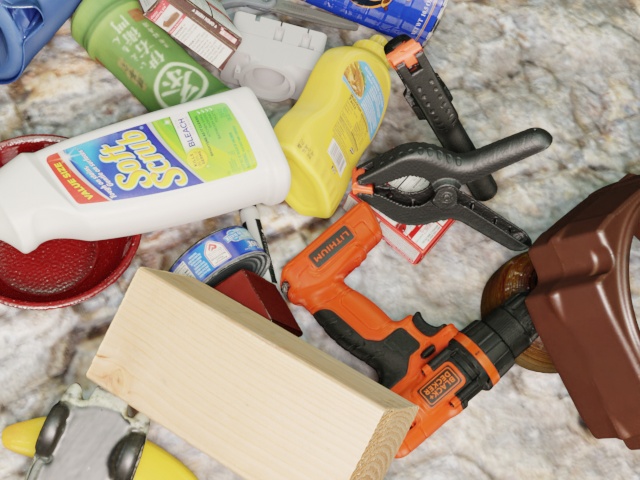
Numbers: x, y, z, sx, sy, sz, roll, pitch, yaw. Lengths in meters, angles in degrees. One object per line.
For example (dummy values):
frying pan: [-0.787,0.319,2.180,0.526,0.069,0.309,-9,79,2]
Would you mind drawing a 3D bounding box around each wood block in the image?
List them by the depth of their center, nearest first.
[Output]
wood block: [-0.048,0.108,0.757,0.206,0.090,0.091,28,93,22]

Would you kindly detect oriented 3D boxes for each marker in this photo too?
marker: [-0.056,0.001,0.934,0.020,0.020,0.121,-8,64,-16]

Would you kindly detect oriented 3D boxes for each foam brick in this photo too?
foam brick: [-0.058,0.063,0.858,0.053,0.078,0.051,-34,69,9]

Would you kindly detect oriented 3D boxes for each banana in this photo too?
banana: [-0.146,0.181,0.807,0.198,0.037,0.069,35,60,8]

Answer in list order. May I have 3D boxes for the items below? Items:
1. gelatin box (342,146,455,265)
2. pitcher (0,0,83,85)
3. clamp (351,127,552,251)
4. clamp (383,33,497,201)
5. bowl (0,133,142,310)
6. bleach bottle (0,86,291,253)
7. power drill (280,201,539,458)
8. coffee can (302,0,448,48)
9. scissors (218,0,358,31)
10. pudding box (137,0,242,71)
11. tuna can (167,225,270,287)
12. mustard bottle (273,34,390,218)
gelatin box: [0.077,-0.031,0.974,0.089,0.030,0.073,39,61,7]
pitcher: [-0.268,-0.268,0.983,0.149,0.145,0.242,36,56,-5]
clamp: [0.114,-0.039,0.927,0.171,0.120,0.039,-2,29,7]
clamp: [0.092,-0.134,0.953,0.036,0.209,0.165,-33,62,8]
bowl: [-0.229,-0.006,0.880,0.162,0.055,0.162,5,61,-10]
bleach bottle: [-0.157,-0.042,0.848,0.250,0.068,0.102,-20,73,-18]
power drill: [0.072,0.058,0.888,0.184,0.057,0.188,-39,72,-10]
coffee can: [0.054,-0.260,1.044,0.140,0.103,0.102,21,59,-7]
scissors: [-0.064,-0.256,1.074,0.201,0.016,0.096,2,62,-11]
pudding box: [-0.124,-0.211,0.974,0.090,0.039,0.113,32,15,-31]
tuna can: [-0.085,0.027,0.876,0.086,0.086,0.034,-30,70,-25]
mustard bottle: [0.018,-0.119,0.973,0.058,0.096,0.191,5,52,34]
